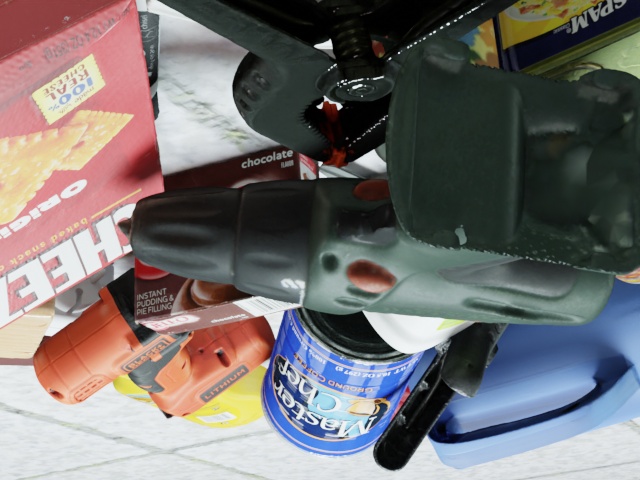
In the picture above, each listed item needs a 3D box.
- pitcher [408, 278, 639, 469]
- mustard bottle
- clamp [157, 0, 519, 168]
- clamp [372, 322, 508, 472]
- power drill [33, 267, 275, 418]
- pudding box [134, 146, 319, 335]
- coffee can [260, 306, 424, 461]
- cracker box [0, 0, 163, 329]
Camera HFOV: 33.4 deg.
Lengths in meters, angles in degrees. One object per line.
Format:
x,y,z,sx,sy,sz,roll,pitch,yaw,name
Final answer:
0.191,0.087,0.793,0.243,0.149,0.144,-19,152,25,pitcher
-0.121,0.114,0.910,0.096,0.058,0.191,-12,155,25,mustard bottle
0.003,-0.075,0.410,0.164,0.036,0.210,-5,165,-13,clamp
0.099,0.070,0.710,0.039,0.171,0.120,38,145,-2,clamp
-0.089,0.058,0.747,0.184,0.057,0.187,-33,159,1,power drill
-0.054,0.001,0.625,0.114,0.090,0.039,-12,156,18,pudding box
0.018,0.080,0.761,0.102,0.103,0.140,2,142,-12,coffee can
-0.157,-0.031,0.478,0.164,0.072,0.214,-31,161,-17,cracker box
